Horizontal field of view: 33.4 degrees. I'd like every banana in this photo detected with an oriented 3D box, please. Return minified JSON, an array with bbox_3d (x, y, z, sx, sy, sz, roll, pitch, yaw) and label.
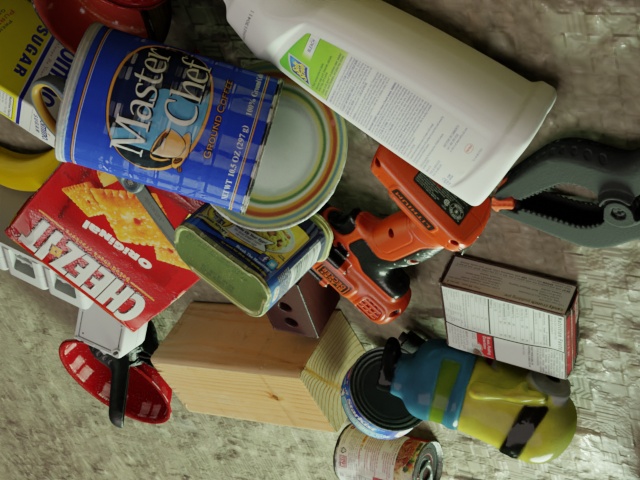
[{"bbox_3d":[-0.288,-0.080,1.074,0.198,0.037,0.069,4,136,36],"label":"banana"}]

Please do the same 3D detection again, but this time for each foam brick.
[{"bbox_3d":[-0.022,0.045,1.005,0.053,0.051,0.078,9,140,30],"label":"foam brick"}]

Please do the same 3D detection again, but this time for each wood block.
[{"bbox_3d":[-0.063,0.129,1.110,0.207,0.090,0.090,1,134,39],"label":"wood block"}]

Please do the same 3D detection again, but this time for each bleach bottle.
[{"bbox_3d":[0.030,-0.129,0.737,0.251,0.068,0.103,34,146,2],"label":"bleach bottle"}]

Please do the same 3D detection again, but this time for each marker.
[{"bbox_3d":[0.127,0.122,1.011,0.121,0.020,0.020,32,146,1],"label":"marker"}]

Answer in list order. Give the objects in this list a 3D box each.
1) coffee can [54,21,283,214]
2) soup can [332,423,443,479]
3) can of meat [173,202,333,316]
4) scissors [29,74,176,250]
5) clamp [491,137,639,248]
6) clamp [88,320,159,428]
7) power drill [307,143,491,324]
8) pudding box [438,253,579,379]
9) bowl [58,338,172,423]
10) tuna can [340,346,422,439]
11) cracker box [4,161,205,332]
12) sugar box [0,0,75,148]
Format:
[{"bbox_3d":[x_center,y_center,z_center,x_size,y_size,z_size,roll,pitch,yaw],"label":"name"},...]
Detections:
[{"bbox_3d":[-0.107,-0.087,0.767,0.140,0.102,0.103,16,146,-5],"label":"coffee can"},{"bbox_3d":[0.073,0.241,1.161,0.102,0.068,0.068,8,139,32],"label":"soup can"},{"bbox_3d":[-0.056,0.001,0.863,0.102,0.083,0.057,36,144,14],"label":"can of meat"},{"bbox_3d":[-0.144,-0.064,0.852,0.201,0.016,0.096,44,126,-10],"label":"scissors"},{"bbox_3d":[0.219,-0.024,0.737,0.210,0.036,0.164,-3,132,44],"label":"clamp"},{"bbox_3d":[-0.220,0.135,1.211,0.172,0.120,0.039,41,138,27],"label":"clamp"},{"bbox_3d":[0.035,-0.024,0.871,0.184,0.057,0.188,42,147,-8],"label":"power drill"},{"bbox_3d":[0.159,0.064,0.896,0.114,0.039,0.090,13,141,23],"label":"pudding box"},{"bbox_3d":[-0.241,0.156,1.317,0.162,0.055,0.162,22,145,16],"label":"bowl"},{"bbox_3d":[0.063,0.149,1.036,0.086,0.086,0.034,33,148,0],"label":"tuna can"},{"bbox_3d":[-0.173,-0.024,0.986,0.164,0.072,0.214,41,132,-13],"label":"cracker box"},{"bbox_3d":[-0.268,-0.162,0.907,0.176,0.093,0.048,30,146,2],"label":"sugar box"}]
